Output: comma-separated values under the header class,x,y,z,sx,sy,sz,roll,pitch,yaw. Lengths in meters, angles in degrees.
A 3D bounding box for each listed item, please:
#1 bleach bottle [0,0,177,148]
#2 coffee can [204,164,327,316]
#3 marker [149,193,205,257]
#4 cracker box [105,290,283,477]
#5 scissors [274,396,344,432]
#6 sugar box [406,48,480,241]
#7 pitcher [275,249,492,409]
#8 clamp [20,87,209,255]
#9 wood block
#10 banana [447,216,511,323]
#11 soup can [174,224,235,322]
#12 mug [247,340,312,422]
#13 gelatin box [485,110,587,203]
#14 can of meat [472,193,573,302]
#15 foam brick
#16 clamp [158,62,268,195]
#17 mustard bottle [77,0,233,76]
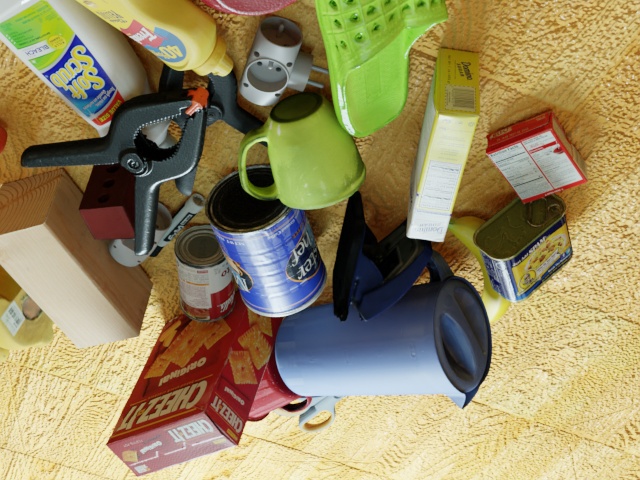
class,x,y,z,sx,sy,sz,roll,pitch,yaw
bleach bottle,-0.218,-0.170,1.039,0.103,0.068,0.250,-17,135,27
coffee can,-0.058,0.001,1.174,0.103,0.102,0.140,-5,137,14
marker,-0.171,-0.015,1.235,0.020,0.020,0.121,28,135,-22
cracker box,-0.149,0.165,1.287,0.164,0.213,0.072,-24,118,32
scissors,0.003,0.195,1.394,0.096,0.016,0.202,18,138,-12
sugar box,0.120,-0.090,1.051,0.048,0.093,0.176,6,139,2
pitcher,0.067,0.111,1.255,0.243,0.149,0.145,-10,139,35
clamp,-0.190,-0.087,1.054,0.164,0.036,0.210,34,126,-17
wood block,-0.291,0.026,1.247,0.091,0.090,0.206,-12,134,21
banana,0.191,0.032,1.224,0.070,0.037,0.197,6,142,34
soup can,-0.136,0.038,1.254,0.068,0.068,0.102,5,138,3
mug,-0.060,0.182,1.359,0.082,0.093,0.117,-30,118,37
gelatin box,0.221,-0.084,1.090,0.073,0.030,0.089,-20,131,30
can of meat,0.221,0.006,1.145,0.102,0.058,0.084,-38,137,-11
foam brick,-0.223,-0.046,1.165,0.053,0.078,0.051,-3,139,12
clamp,-0.121,-0.123,1.069,0.120,0.039,0.171,-36,128,-5
mustard bottle,-0.150,-0.202,0.944,0.191,0.058,0.096,32,166,-39
